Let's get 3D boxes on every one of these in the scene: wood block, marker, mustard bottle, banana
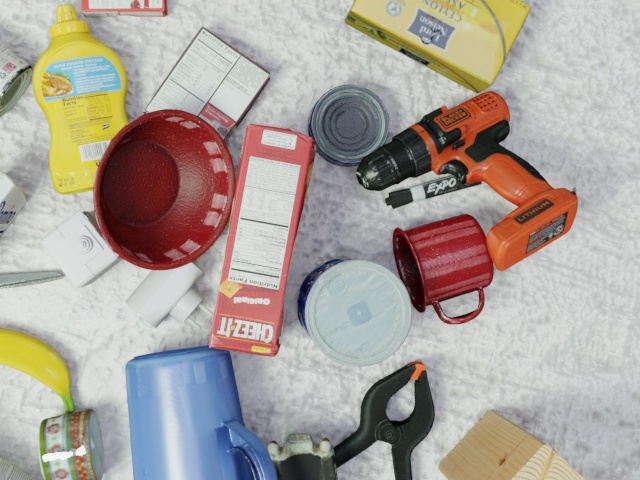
[{"bbox_3d":[0.195,0.244,1.062,0.090,0.206,0.091,44,87,-3],"label":"wood block"},{"bbox_3d":[0.128,-0.057,1.152,0.121,0.020,0.020,-15,91,-5],"label":"marker"},{"bbox_3d":[-0.245,-0.148,1.102,0.096,0.058,0.191,-12,91,-14],"label":"mustard bottle"},{"bbox_3d":[-0.342,0.122,1.100,0.197,0.037,0.069,15,75,-5],"label":"banana"}]

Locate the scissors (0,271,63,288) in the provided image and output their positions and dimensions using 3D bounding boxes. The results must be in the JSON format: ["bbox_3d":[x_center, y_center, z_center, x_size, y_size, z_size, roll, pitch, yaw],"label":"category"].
[{"bbox_3d":[-0.380,0.030,1.112,0.201,0.016,0.096,-21,91,-5],"label":"scissors"}]

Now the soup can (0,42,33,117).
[{"bbox_3d":[-0.354,-0.180,1.090,0.102,0.068,0.068,36,87,-4],"label":"soup can"}]

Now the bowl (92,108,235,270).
[{"bbox_3d":[-0.166,-0.053,1.074,0.161,0.055,0.162,-10,106,-36],"label":"bowl"}]

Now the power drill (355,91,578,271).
[{"bbox_3d":[0.154,-0.059,1.087,0.184,0.057,0.188,-29,59,-14],"label":"power drill"}]

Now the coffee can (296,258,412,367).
[{"bbox_3d":[0.031,0.070,1.082,0.102,0.140,0.103,0,90,-5],"label":"coffee can"}]

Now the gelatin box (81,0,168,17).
[{"bbox_3d":[-0.206,-0.273,1.121,0.089,0.030,0.073,-2,88,-5],"label":"gelatin box"}]

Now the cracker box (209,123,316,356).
[{"bbox_3d":[-0.057,0.001,1.064,0.072,0.164,0.214,10,89,-3],"label":"cracker box"}]

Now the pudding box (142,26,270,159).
[{"bbox_3d":[-0.119,-0.154,1.123,0.090,0.039,0.113,35,85,-3],"label":"pudding box"}]

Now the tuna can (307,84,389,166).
[{"bbox_3d":[0.030,-0.122,1.137,0.086,0.034,0.086,0,90,-5],"label":"tuna can"}]

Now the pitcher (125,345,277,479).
[{"bbox_3d":[-0.120,0.230,1.073,0.149,0.145,0.243,-8,87,-8],"label":"pitcher"}]

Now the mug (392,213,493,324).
[{"bbox_3d":[0.133,0.031,1.113,0.081,0.093,0.117,-16,69,-9],"label":"mug"}]

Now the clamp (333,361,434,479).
[{"bbox_3d":[0.061,0.206,1.136,0.120,0.039,0.171,16,89,-7],"label":"clamp"}]
